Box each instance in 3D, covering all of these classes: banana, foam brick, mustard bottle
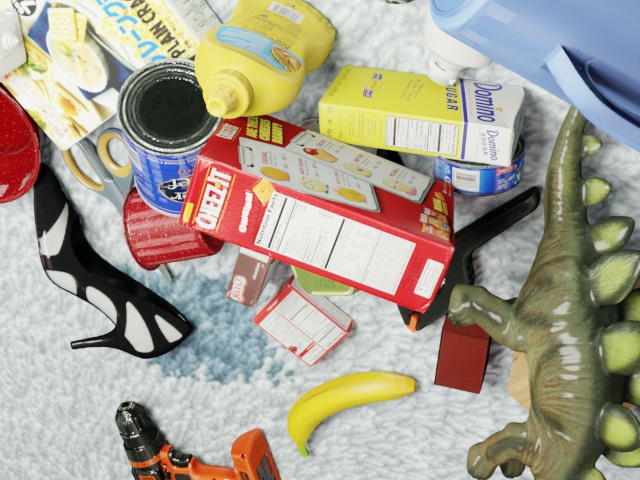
[{"bbox_3d":[0.021,0.190,1.240,0.069,0.037,0.198,34,130,-26],"label":"banana"},{"bbox_3d":[0.153,0.114,1.130,0.051,0.053,0.078,12,124,12],"label":"foam brick"},{"bbox_3d":[-0.057,-0.158,0.943,0.096,0.191,0.058,27,126,2],"label":"mustard bottle"}]

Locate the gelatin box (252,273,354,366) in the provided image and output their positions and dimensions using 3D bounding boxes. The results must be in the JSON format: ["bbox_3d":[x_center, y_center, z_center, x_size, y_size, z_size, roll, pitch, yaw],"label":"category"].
[{"bbox_3d":[-0.018,0.090,1.191,0.089,0.030,0.073,39,125,-8],"label":"gelatin box"}]

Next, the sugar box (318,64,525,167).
[{"bbox_3d":[0.094,-0.117,0.977,0.176,0.093,0.048,7,124,15],"label":"sugar box"}]

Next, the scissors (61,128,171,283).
[{"bbox_3d":[-0.203,-0.044,1.179,0.096,0.016,0.201,-32,107,33],"label":"scissors"}]

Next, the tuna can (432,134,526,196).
[{"bbox_3d":[0.146,-0.076,0.989,0.086,0.086,0.034,7,125,15],"label":"tuna can"}]

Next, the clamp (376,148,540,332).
[{"bbox_3d":[0.127,0.007,1.079,0.165,0.036,0.210,14,123,15],"label":"clamp"}]

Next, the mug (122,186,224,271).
[{"bbox_3d":[-0.154,-0.030,1.130,0.082,0.093,0.117,-9,103,19],"label":"mug"}]

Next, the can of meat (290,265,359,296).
[{"bbox_3d":[0.030,0.016,1.065,0.102,0.083,0.057,-5,108,55],"label":"can of meat"}]

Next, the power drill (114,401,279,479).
[{"bbox_3d":[-0.156,0.276,1.346,0.188,0.057,0.184,-3,124,25],"label":"power drill"}]

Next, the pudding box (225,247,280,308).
[{"bbox_3d":[-0.057,0.001,1.110,0.039,0.090,0.114,24,126,2],"label":"pudding box"}]

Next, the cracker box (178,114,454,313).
[{"bbox_3d":[0.004,-0.030,0.901,0.213,0.164,0.072,20,112,-1],"label":"cracker box"}]

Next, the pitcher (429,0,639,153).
[{"bbox_3d":[0.209,-0.157,0.814,0.242,0.149,0.145,21,96,-23],"label":"pitcher"}]

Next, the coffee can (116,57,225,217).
[{"bbox_3d":[-0.137,-0.096,1.032,0.103,0.102,0.140,21,158,6],"label":"coffee can"}]

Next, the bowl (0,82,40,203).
[{"bbox_3d":[-0.366,-0.122,1.163,0.162,0.055,0.162,9,124,14],"label":"bowl"}]
